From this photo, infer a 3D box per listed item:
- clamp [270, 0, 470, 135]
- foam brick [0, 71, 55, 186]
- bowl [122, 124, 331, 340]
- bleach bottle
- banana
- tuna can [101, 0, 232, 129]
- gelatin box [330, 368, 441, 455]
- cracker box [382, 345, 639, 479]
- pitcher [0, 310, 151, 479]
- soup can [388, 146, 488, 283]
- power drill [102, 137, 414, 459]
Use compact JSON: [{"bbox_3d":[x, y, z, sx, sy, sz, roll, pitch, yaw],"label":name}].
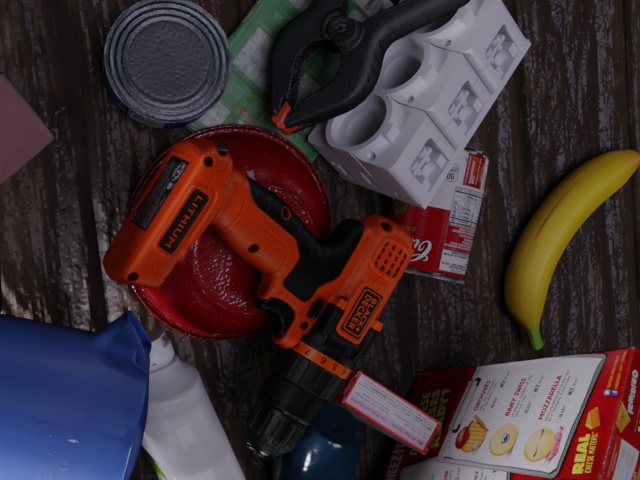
[{"bbox_3d":[0.013,-0.156,0.756,0.171,0.039,0.120,-46,70,0],"label":"clamp"},{"bbox_3d":[-0.209,-0.068,0.665,0.051,0.078,0.053,-44,112,-17],"label":"foam brick"},{"bbox_3d":[-0.055,0.001,0.752,0.161,0.055,0.162,-6,104,-23],"label":"bowl"},{"bbox_3d":[-0.079,0.182,0.744,0.068,0.103,0.251,-24,106,-25],"label":"bleach bottle"},{"bbox_3d":[0.205,-0.007,0.904,0.069,0.037,0.198,39,79,-43],"label":"banana"},{"bbox_3d":[-0.105,-0.119,0.725,0.086,0.034,0.086,1,86,-15],"label":"tuna can"},{"bbox_3d":[0.038,0.123,0.811,0.089,0.073,0.030,34,80,-25],"label":"gelatin box"},{"bbox_3d":[0.140,0.171,0.766,0.072,0.214,0.164,37,59,-25],"label":"cracker box"},{"bbox_3d":[-0.228,0.107,0.625,0.242,0.145,0.149,15,57,-9],"label":"pitcher"},{"bbox_3d":[0.087,-0.023,0.823,0.068,0.069,0.102,12,90,-27],"label":"soup can"},{"bbox_3d":[-0.045,0.034,0.701,0.187,0.057,0.184,33,83,-30],"label":"power drill"}]
